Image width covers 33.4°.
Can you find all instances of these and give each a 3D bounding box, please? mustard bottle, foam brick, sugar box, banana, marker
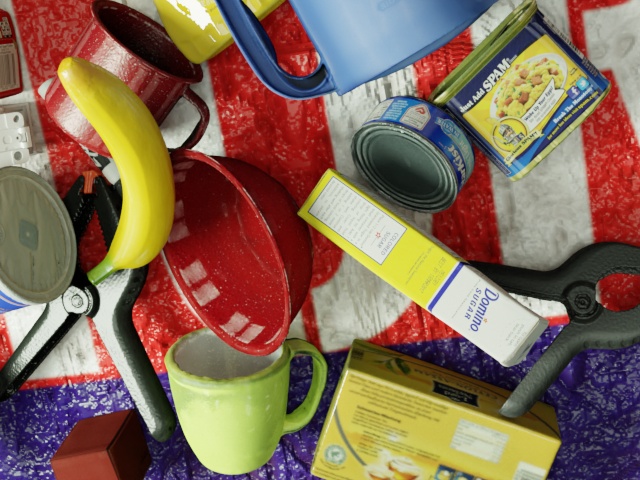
[{"bbox_3d":[-0.109,-0.226,0.748,0.096,0.058,0.191,-35,98,20],"label":"mustard bottle"},{"bbox_3d":[-0.175,0.178,0.858,0.051,0.078,0.053,-13,103,9],"label":"foam brick"},{"bbox_3d":[0.074,0.021,0.747,0.176,0.093,0.048,39,96,16],"label":"sugar box"},{"bbox_3d":[-0.135,-0.045,0.740,0.069,0.037,0.198,-22,137,-25],"label":"banana"},{"bbox_3d":[-0.170,-0.071,0.808,0.020,0.020,0.121,-39,87,15],"label":"marker"}]

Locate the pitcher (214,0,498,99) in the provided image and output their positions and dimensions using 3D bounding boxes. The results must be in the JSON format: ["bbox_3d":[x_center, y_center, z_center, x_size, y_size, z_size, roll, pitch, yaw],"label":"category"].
[{"bbox_3d":[0.000,-0.219,0.685,0.145,0.149,0.243,-24,101,49],"label":"pitcher"}]

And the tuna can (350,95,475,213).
[{"bbox_3d":[0.066,-0.061,0.760,0.086,0.033,0.086,26,149,17],"label":"tuna can"}]

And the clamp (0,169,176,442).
[{"bbox_3d":[-0.172,0.052,0.833,0.165,0.036,0.210,16,101,17],"label":"clamp"}]

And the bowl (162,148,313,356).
[{"bbox_3d":[-0.055,0.001,0.781,0.162,0.055,0.162,33,137,38],"label":"bowl"}]

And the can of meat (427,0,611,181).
[{"bbox_3d":[0.140,-0.105,0.751,0.084,0.057,0.102,43,106,-7],"label":"can of meat"}]

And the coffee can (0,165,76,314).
[{"bbox_3d":[-0.269,0.012,0.795,0.140,0.102,0.103,-15,103,25],"label":"coffee can"}]

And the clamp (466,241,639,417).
[{"bbox_3d":[0.188,0.059,0.783,0.171,0.039,0.120,-12,83,8],"label":"clamp"}]

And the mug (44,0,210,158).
[{"bbox_3d":[-0.135,-0.106,0.771,0.117,0.093,0.082,35,111,-10],"label":"mug"}]
